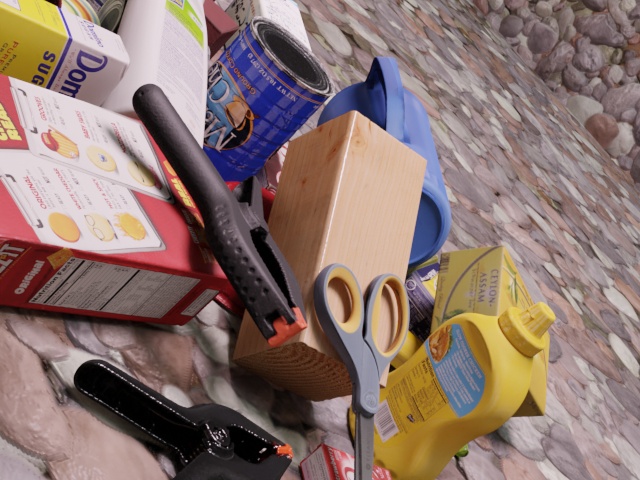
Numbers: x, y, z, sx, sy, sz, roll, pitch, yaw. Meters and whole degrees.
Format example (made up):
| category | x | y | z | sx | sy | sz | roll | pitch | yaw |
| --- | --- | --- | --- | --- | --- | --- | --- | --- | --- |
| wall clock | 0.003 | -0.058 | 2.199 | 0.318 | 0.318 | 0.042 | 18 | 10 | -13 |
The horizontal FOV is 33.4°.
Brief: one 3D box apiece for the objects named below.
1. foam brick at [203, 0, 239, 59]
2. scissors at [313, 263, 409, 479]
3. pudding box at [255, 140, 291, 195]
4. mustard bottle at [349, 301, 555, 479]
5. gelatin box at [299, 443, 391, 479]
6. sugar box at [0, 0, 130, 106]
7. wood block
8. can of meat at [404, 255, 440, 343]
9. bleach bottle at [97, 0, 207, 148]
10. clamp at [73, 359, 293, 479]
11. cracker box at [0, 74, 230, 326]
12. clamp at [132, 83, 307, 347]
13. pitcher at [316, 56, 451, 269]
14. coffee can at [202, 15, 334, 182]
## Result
| category | x | y | z | sx | sy | sz | roll | pitch | yaw |
| --- | --- | --- | --- | --- | --- | --- | --- | --- | --- |
| foam brick | -0.136 | -0.214 | 1.129 | 0.051 | 0.078 | 0.053 | 47 | 23 | -1 |
| scissors | 0.019 | 0.100 | 0.761 | 0.096 | 0.016 | 0.201 | 36 | 52 | -25 |
| pudding box | -0.035 | -0.060 | 1.092 | 0.090 | 0.039 | 0.113 | 30 | 27 | -32 |
| mustard bottle | 0.109 | 0.114 | 0.846 | 0.058 | 0.192 | 0.096 | 27 | 29 | -37 |
| gelatin box | 0.028 | 0.199 | 0.775 | 0.073 | 0.030 | 0.089 | 29 | 28 | -34 |
| sugar box | -0.240 | -0.142 | 0.808 | 0.175 | 0.093 | 0.048 | 20 | 34 | -45 |
| wood block | 0.010 | 0.013 | 0.860 | 0.090 | 0.090 | 0.206 | 30 | 58 | -31 |
| can of meat | 0.113 | 0.068 | 1.109 | 0.084 | 0.058 | 0.102 | 53 | 24 | 11 |
| bleach bottle | -0.137 | -0.170 | 0.958 | 0.102 | 0.068 | 0.250 | 51 | 32 | -42 |
| clamp | -0.076 | 0.142 | 0.681 | 0.171 | 0.039 | 0.120 | 25 | 32 | -41 |
| cracker box | -0.182 | -0.028 | 0.744 | 0.213 | 0.072 | 0.164 | 13 | 39 | -51 |
| clamp | -0.066 | -0.015 | 0.776 | 0.164 | 0.036 | 0.210 | 44 | 15 | -47 |
| pitcher | 0.068 | -0.079 | 1.127 | 0.149 | 0.145 | 0.243 | 47 | 16 | -23 |
| coffee can | -0.070 | -0.126 | 1.010 | 0.102 | 0.140 | 0.103 | 37 | 24 | -20 |
